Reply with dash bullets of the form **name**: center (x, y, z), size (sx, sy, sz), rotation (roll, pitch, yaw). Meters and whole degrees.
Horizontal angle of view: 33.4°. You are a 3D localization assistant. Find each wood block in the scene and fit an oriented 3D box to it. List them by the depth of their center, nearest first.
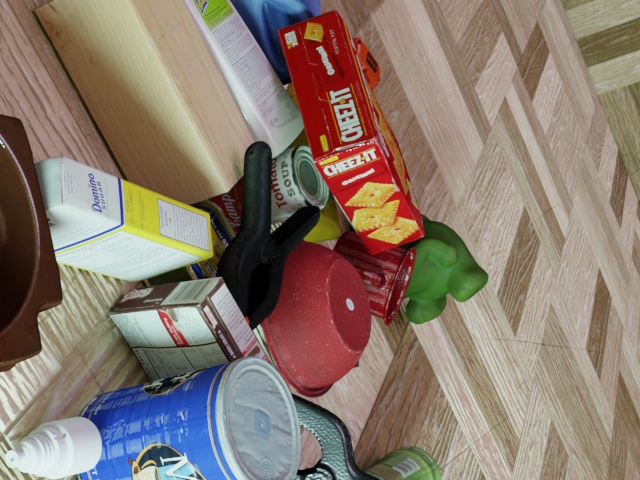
- **wood block**: center (-0.147, -0.137, 0.942), size (0.206, 0.091, 0.090), rotation (63, 28, -18)

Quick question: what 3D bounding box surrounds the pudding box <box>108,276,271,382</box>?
- **pudding box**: center (-0.107, 0.080, 0.868), size (0.039, 0.114, 0.090), rotation (-49, 120, -40)

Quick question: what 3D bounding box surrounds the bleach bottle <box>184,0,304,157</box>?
- **bleach bottle**: center (-0.105, -0.195, 1.011), size (0.251, 0.068, 0.102), rotation (61, 28, -17)

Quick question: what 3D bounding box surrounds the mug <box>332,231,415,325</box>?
- **mug**: center (0.050, 0.039, 1.190), size (0.117, 0.081, 0.093), rotation (2, 107, -75)

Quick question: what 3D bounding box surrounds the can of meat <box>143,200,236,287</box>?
- **can of meat**: center (-0.110, 0.029, 0.957), size (0.102, 0.058, 0.083), rotation (61, 31, -22)

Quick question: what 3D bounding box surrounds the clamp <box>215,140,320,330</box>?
- **clamp**: center (-0.056, 0.001, 0.939), size (0.120, 0.039, 0.171), rotation (53, 46, -38)

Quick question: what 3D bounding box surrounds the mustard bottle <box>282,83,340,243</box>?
- **mustard bottle**: center (-0.018, -0.099, 1.199), size (0.096, 0.058, 0.191), rotation (41, 40, -62)

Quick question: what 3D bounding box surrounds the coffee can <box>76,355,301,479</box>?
- **coffee can**: center (-0.100, 0.152, 0.809), size (0.102, 0.140, 0.103), rotation (39, 43, -48)

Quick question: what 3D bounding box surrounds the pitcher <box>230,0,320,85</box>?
- **pitcher**: center (-0.056, -0.297, 1.157), size (0.145, 0.149, 0.242), rotation (49, 32, -38)

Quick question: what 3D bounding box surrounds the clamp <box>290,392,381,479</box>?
- **clamp**: center (0.010, 0.222, 0.996), size (0.036, 0.164, 0.210), rotation (40, 25, -87)

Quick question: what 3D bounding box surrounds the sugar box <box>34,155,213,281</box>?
- **sugar box**: center (-0.172, -0.013, 0.822), size (0.176, 0.093, 0.048), rotation (27, 51, -55)

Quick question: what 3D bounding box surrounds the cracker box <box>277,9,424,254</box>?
- **cracker box**: center (0.035, -0.105, 1.091), size (0.213, 0.072, 0.164), rotation (56, 16, -60)

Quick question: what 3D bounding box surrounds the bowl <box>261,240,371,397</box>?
- **bowl**: center (0.005, 0.068, 1.030), size (0.162, 0.055, 0.162), rotation (36, 47, -53)

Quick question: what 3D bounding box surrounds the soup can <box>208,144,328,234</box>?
- **soup can**: center (-0.051, -0.049, 1.061), size (0.068, 0.102, 0.068), rotation (39, 43, -48)
